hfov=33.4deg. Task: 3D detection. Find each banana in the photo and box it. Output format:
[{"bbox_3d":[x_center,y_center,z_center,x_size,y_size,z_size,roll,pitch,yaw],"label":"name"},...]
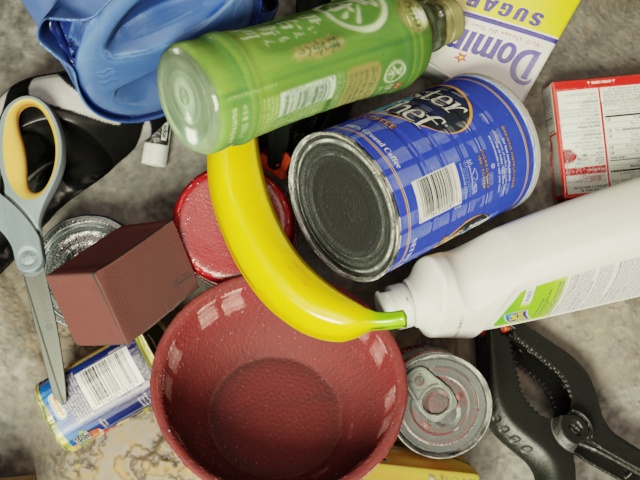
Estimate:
[{"bbox_3d":[-0.027,-0.006,0.684,0.069,0.037,0.198,-33,78,-10],"label":"banana"}]

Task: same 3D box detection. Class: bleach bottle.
[{"bbox_3d":[0.160,0.013,0.731,0.250,0.102,0.068,-14,57,-11],"label":"bleach bottle"}]

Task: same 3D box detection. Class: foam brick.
[{"bbox_3d":[-0.127,0.027,0.693,0.051,0.078,0.053,-5,113,38],"label":"foam brick"}]

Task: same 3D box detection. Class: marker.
[{"bbox_3d":[-0.113,-0.115,0.785,0.020,0.020,0.121,8,88,-1],"label":"marker"}]

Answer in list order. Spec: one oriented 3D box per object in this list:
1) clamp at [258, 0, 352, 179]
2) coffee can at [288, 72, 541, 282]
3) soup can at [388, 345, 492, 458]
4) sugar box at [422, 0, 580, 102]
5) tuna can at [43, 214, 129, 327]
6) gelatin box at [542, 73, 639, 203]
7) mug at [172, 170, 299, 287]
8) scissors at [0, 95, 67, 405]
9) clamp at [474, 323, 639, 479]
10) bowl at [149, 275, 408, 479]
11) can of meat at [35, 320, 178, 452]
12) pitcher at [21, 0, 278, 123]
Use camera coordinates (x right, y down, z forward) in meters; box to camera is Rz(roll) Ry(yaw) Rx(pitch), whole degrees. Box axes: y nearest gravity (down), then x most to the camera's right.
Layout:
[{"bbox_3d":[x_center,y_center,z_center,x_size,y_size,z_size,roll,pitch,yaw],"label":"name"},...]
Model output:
[{"bbox_3d":[-0.004,-0.130,0.755,0.120,0.039,0.171,34,87,-37],"label":"clamp"},{"bbox_3d":[0.064,-0.045,0.717,0.140,0.103,0.103,-25,89,-35],"label":"coffee can"},{"bbox_3d":[0.076,0.109,0.741,0.068,0.102,0.068,0,88,-2],"label":"soup can"},{"bbox_3d":[0.142,-0.186,0.781,0.093,0.048,0.176,29,87,-1],"label":"sugar box"},{"bbox_3d":[-0.164,0.024,0.772,0.086,0.034,0.086,0,88,-2],"label":"tuna can"},{"bbox_3d":[0.207,-0.075,0.787,0.073,0.030,0.089,-6,89,-3],"label":"gelatin box"},{"bbox_3d":[-0.055,0.001,0.751,0.093,0.081,0.117,-28,89,-2],"label":"mug"},{"bbox_3d":[-0.208,0.004,0.695,0.096,0.016,0.202,1,84,1],"label":"scissors"},{"bbox_3d":[0.165,0.145,0.743,0.164,0.036,0.210,-26,73,-36],"label":"clamp"},{"bbox_3d":[-0.027,0.101,0.684,0.162,0.055,0.162,3,55,-4],"label":"bowl"},{"bbox_3d":[-0.141,0.098,0.737,0.084,0.102,0.057,-29,89,0],"label":"can of meat"},{"bbox_3d":[-0.147,-0.205,0.709,0.145,0.149,0.243,-37,66,-1],"label":"pitcher"}]
